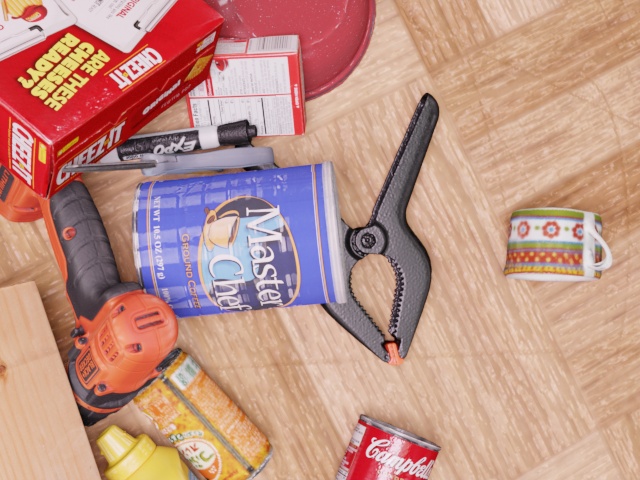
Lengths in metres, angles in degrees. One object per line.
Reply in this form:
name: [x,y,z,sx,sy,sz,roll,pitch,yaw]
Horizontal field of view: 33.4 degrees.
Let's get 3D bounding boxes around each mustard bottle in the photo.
mustard bottle: [-0.092,0.208,0.777,0.058,0.096,0.191,-42,98,-10]

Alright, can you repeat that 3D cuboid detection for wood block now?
wood block: [-0.215,0.142,0.710,0.090,0.090,0.206,-15,86,-51]

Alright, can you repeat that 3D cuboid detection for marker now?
marker: [-0.107,-0.074,0.798,0.121,0.020,0.020,-7,90,8]

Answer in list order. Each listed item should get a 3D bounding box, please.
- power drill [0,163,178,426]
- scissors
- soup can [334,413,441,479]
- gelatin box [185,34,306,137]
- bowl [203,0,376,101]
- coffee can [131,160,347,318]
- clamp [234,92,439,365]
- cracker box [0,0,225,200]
power drill: [-0.172,0.029,0.747,0.057,0.185,0.188,-18,74,-36]
scissors: [-0.092,-0.054,0.730,0.096,0.201,0.016,-6,93,10]
soup can: [0.043,0.194,0.823,0.068,0.068,0.102,23,85,-11]
gelatin box: [-0.057,-0.114,0.797,0.089,0.030,0.073,-2,130,4]
bowl: [-0.028,-0.188,0.821,0.162,0.055,0.162,0,89,-12]
coffee can: [-0.055,0.001,0.769,0.140,0.103,0.103,-6,90,3]
clamp: [0.042,-0.008,0.840,0.164,0.036,0.210,-21,93,-4]
cracker box: [-0.199,-0.150,0.711,0.214,0.072,0.164,39,56,10]
